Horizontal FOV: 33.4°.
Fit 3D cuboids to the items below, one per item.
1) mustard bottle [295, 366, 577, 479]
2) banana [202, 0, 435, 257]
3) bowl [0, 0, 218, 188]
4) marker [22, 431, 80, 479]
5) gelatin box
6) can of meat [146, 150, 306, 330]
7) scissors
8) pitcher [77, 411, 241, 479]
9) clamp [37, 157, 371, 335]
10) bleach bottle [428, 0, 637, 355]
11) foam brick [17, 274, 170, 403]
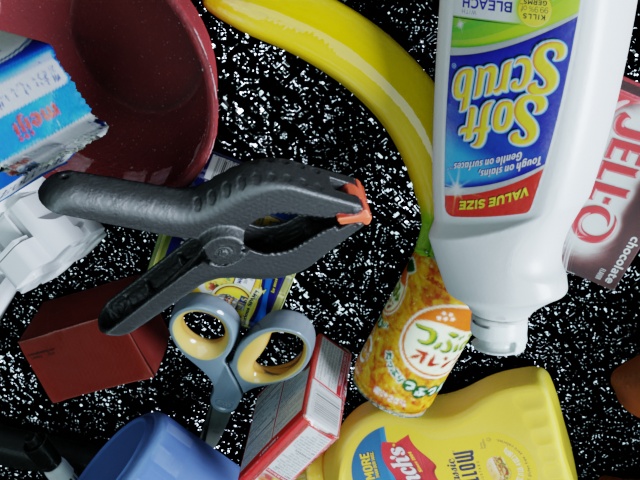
[{"bbox_3d":[0.067,0.147,0.709,0.192,0.058,0.096,-13,107,17],"label":"mustard bottle"},{"bbox_3d":[0.023,-0.083,0.587,0.069,0.037,0.197,-46,103,-17],"label":"banana"},{"bbox_3d":[-0.116,-0.100,0.586,0.162,0.055,0.162,14,126,20],"label":"bowl"},{"bbox_3d":[-0.172,0.179,0.754,0.020,0.020,0.121,-18,122,18],"label":"marker"},{"bbox_3d":[-0.015,0.112,0.684,0.030,0.089,0.073,35,119,-13],"label":"gelatin box"},{"bbox_3d":[-0.054,0.001,0.647,0.084,0.057,0.102,20,121,-5],"label":"can of meat"},{"bbox_3d":[-0.075,0.089,0.686,0.096,0.016,0.202,29,138,-16],"label":"scissors"},{"bbox_3d":[-0.063,0.234,0.737,0.242,0.145,0.149,42,88,-15],"label":"pitcher"},{"bbox_3d":[-0.062,-0.010,0.571,0.171,0.039,0.120,-20,142,4],"label":"clamp"},{"bbox_3d":[0.107,-0.061,0.541,0.103,0.067,0.251,12,110,32],"label":"bleach bottle"},{"bbox_3d":[-0.147,0.064,0.700,0.078,0.051,0.053,-15,115,16],"label":"foam brick"}]
